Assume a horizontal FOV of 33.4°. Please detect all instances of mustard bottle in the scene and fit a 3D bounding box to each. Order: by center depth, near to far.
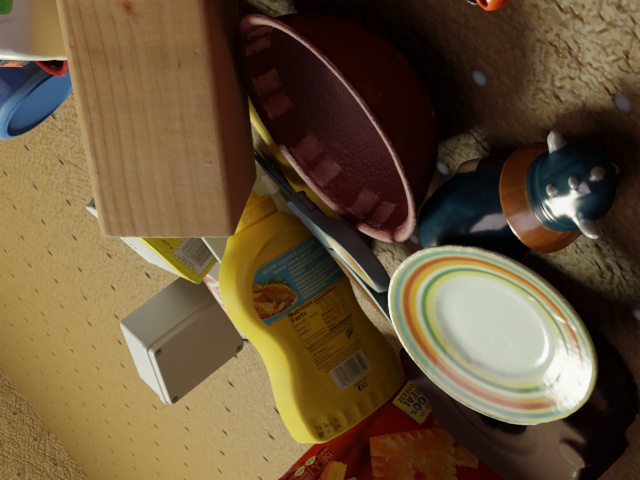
[{"bbox_3d":[-0.019,0.042,0.765,0.058,0.096,0.191,-17,103,58],"label":"mustard bottle"}]

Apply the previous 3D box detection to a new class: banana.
[{"bbox_3d":[-0.036,-0.090,0.756,0.198,0.037,0.070,53,167,-6],"label":"banana"}]

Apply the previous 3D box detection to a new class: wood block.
[{"bbox_3d":[-0.099,-0.112,0.663,0.090,0.090,0.206,0,120,9],"label":"wood block"}]

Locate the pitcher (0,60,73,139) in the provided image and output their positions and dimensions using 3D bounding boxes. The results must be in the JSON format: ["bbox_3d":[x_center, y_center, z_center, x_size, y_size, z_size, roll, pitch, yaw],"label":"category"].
[{"bbox_3d":[-0.343,-0.212,0.981,0.243,0.149,0.145,45,137,2],"label":"pitcher"}]

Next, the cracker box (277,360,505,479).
[{"bbox_3d":[0.091,0.212,0.814,0.214,0.164,0.072,43,157,16],"label":"cracker box"}]

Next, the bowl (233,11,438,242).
[{"bbox_3d":[0.019,-0.078,0.637,0.162,0.055,0.162,47,163,19],"label":"bowl"}]

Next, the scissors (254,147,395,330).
[{"bbox_3d":[-0.008,-0.023,0.708,0.202,0.016,0.096,50,172,13],"label":"scissors"}]

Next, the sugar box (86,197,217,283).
[{"bbox_3d":[-0.161,-0.012,1.014,0.093,0.048,0.176,43,171,-21],"label":"sugar box"}]
